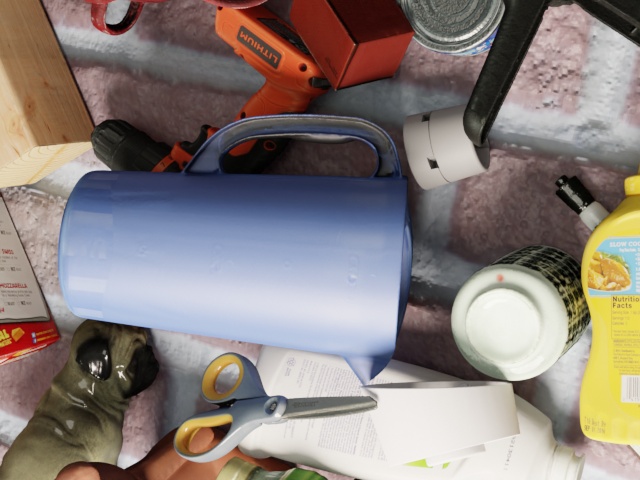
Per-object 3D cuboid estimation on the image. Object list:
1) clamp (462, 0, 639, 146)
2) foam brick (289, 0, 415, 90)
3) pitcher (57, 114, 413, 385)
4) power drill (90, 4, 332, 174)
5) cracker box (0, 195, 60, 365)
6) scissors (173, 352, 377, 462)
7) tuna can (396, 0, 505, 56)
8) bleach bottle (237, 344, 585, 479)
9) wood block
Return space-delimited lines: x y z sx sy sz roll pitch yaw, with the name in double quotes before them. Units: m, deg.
"clamp" 0.145 -0.162 0.693 0.164 0.036 0.210 -19 70 0
"foam brick" 0.021 -0.157 0.769 0.078 0.051 0.053 60 151 22
"pitcher" -0.055 0.001 0.763 0.243 0.149 0.145 5 138 4
"power drill" -0.083 -0.094 0.846 0.184 0.057 0.188 36 114 13
"cracker box" -0.338 0.016 0.927 0.072 0.164 0.214 -27 85 25
"scissors" -0.034 0.107 0.772 0.202 0.016 0.096 -27 43 35
"tuna can" 0.098 -0.174 0.756 0.086 0.033 0.086 4 99 26
"bleach bottle" 0.067 0.145 0.797 0.251 0.068 0.102 13 88 23
"wood block" -0.285 -0.157 0.917 0.091 0.090 0.206 -26 86 27
